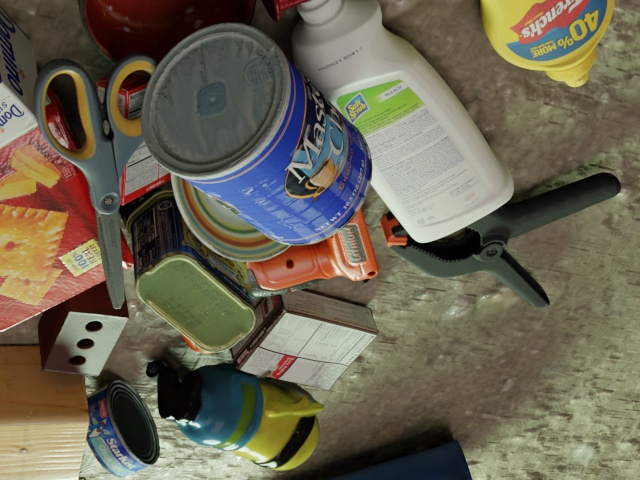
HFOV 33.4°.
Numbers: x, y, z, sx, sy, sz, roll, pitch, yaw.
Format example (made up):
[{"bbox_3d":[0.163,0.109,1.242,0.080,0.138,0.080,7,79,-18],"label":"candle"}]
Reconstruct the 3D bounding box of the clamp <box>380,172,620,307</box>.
[{"bbox_3d":[0.153,0.005,0.971,0.209,0.036,0.165,-2,134,-15],"label":"clamp"}]

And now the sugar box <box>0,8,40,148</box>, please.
[{"bbox_3d":[-0.239,-0.144,0.643,0.048,0.093,0.176,-30,137,11],"label":"sugar box"}]

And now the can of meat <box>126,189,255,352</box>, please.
[{"bbox_3d":[-0.095,0.024,0.800,0.057,0.084,0.102,-37,124,14],"label":"can of meat"}]

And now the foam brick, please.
[{"bbox_3d":[-0.201,0.069,0.901,0.052,0.051,0.078,10,129,-28],"label":"foam brick"}]

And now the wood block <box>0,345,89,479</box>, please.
[{"bbox_3d":[-0.312,0.152,0.919,0.205,0.090,0.091,2,132,-21],"label":"wood block"}]

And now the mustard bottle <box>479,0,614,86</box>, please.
[{"bbox_3d":[0.160,-0.179,0.772,0.096,0.058,0.191,-28,137,11],"label":"mustard bottle"}]

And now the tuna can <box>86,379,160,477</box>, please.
[{"bbox_3d":[-0.185,0.175,0.989,0.034,0.086,0.086,-27,136,10],"label":"tuna can"}]

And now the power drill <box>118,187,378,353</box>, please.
[{"bbox_3d":[-0.056,0.001,0.882,0.187,0.057,0.184,-19,134,2],"label":"power drill"}]

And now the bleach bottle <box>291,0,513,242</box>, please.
[{"bbox_3d":[0.057,-0.104,0.811,0.102,0.068,0.250,-29,134,10],"label":"bleach bottle"}]

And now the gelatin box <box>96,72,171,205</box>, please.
[{"bbox_3d":[-0.126,-0.079,0.752,0.073,0.030,0.089,-38,142,-52],"label":"gelatin box"}]

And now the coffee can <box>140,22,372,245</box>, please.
[{"bbox_3d":[-0.038,-0.066,0.707,0.103,0.103,0.140,-31,152,13],"label":"coffee can"}]

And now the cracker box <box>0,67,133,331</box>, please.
[{"bbox_3d":[-0.260,-0.003,0.763,0.213,0.072,0.164,-27,139,-11],"label":"cracker box"}]

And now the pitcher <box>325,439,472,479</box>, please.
[{"bbox_3d":[0.058,0.311,1.181,0.243,0.145,0.149,-14,116,-2],"label":"pitcher"}]

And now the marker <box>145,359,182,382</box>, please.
[{"bbox_3d":[-0.131,0.149,1.031,0.020,0.020,0.121,-28,136,9],"label":"marker"}]

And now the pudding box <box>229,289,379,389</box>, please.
[{"bbox_3d":[-0.015,0.092,1.000,0.113,0.039,0.090,16,126,-34],"label":"pudding box"}]

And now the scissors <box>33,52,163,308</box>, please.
[{"bbox_3d":[-0.130,-0.044,0.719,0.096,0.016,0.202,-31,136,-15],"label":"scissors"}]
